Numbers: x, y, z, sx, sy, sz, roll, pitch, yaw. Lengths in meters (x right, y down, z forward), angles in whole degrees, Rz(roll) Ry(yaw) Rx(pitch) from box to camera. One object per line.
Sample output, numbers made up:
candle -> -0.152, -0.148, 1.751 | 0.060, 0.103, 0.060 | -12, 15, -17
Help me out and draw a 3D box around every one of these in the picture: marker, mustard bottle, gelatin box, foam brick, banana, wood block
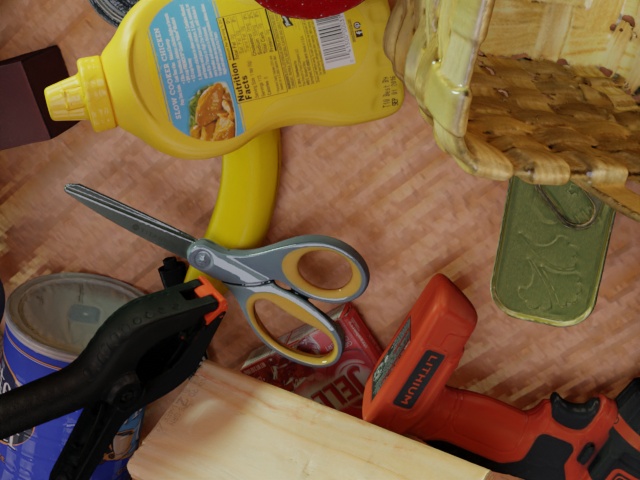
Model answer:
marker -> -0.090, 0.068, 0.738 | 0.020, 0.020, 0.121 | -6, 110, 18
mustard bottle -> -0.055, -0.096, 0.590 | 0.191, 0.058, 0.096 | -14, 95, -9
gelatin box -> 0.003, 0.093, 0.715 | 0.089, 0.030, 0.073 | -29, 102, 25
foam brick -> -0.203, -0.088, 0.687 | 0.078, 0.051, 0.053 | -10, 108, 19
banana -> -0.058, -0.042, 0.670 | 0.069, 0.037, 0.198 | 4, 118, 8
wood block -> -0.001, 0.158, 0.638 | 0.206, 0.090, 0.091 | 16, 147, 34

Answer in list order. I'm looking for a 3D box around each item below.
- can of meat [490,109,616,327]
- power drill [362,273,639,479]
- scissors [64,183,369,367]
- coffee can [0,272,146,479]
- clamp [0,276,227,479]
can of meat -> 0.134, -0.016, 0.601 | 0.057, 0.083, 0.102 | 11, 115, 12
power drill -> 0.134, 0.096, 0.651 | 0.187, 0.057, 0.185 | 29, 110, -6
scissors -> -0.054, 0.001, 0.661 | 0.201, 0.016, 0.096 | 41, 112, -8
coffee can -> -0.170, 0.107, 0.731 | 0.103, 0.102, 0.140 | 18, 116, 8
clamp -> -0.126, 0.092, 0.652 | 0.039, 0.171, 0.120 | 49, 166, 30
